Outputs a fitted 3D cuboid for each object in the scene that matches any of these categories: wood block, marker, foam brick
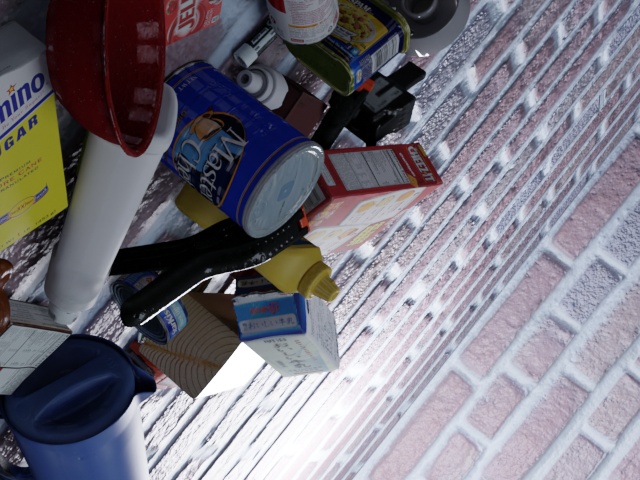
[{"bbox_3d":[-0.127,0.123,1.290,0.090,0.091,0.206,-51,170,4],"label":"wood block"},{"bbox_3d":[-0.037,-0.214,1.032,0.121,0.020,0.020,-47,161,-14],"label":"marker"},{"bbox_3d":[-0.037,-0.141,1.117,0.053,0.051,0.078,-55,161,7],"label":"foam brick"}]

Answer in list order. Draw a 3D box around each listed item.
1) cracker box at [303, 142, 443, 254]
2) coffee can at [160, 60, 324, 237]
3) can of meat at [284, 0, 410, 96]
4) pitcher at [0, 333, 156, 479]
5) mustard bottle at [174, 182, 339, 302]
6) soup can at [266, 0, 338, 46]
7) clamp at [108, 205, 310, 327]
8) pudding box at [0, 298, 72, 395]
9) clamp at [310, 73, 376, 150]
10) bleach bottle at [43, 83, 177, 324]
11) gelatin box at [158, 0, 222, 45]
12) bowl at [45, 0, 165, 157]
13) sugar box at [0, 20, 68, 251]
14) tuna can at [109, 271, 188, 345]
[{"bbox_3d":[0.016,-0.045,1.263,0.213,0.072,0.164,-10,159,-49],"label":"cracker box"},{"bbox_3d":[-0.082,-0.084,0.977,0.102,0.140,0.103,-44,160,-21],"label":"coffee can"},{"bbox_3d":[0.024,-0.204,1.066,0.083,0.102,0.057,-42,158,-20],"label":"can of meat"},{"bbox_3d":[-0.254,0.222,1.113,0.144,0.149,0.243,-48,151,-36],"label":"pitcher"},{"bbox_3d":[-0.057,0.001,1.111,0.058,0.192,0.096,-56,161,13],"label":"mustard bottle"},{"bbox_3d":[-0.018,-0.232,0.966,0.068,0.068,0.102,-47,161,-14],"label":"soup can"},{"bbox_3d":[-0.114,0.011,1.021,0.209,0.165,0.036,-24,114,-19],"label":"clamp"},{"bbox_3d":[-0.291,0.097,0.974,0.090,0.039,0.113,-45,164,4],"label":"pudding box"},{"bbox_3d":[0.032,-0.161,1.176,0.172,0.039,0.120,139,-26,-68],"label":"clamp"},{"bbox_3d":[-0.193,-0.019,0.922,0.102,0.068,0.251,-91,-157,-53],"label":"bleach bottle"},{"bbox_3d":[-0.109,-0.205,0.862,0.073,0.030,0.089,-35,155,-39],"label":"gelatin box"},{"bbox_3d":[-0.156,-0.141,0.766,0.162,0.055,0.162,3,90,-85],"label":"bowl"},{"bbox_3d":[-0.240,-0.067,0.790,0.093,0.048,0.176,-40,160,-30],"label":"sugar box"},{"bbox_3d":[-0.179,0.067,1.117,0.033,0.086,0.086,-43,160,-27],"label":"tuna can"}]
